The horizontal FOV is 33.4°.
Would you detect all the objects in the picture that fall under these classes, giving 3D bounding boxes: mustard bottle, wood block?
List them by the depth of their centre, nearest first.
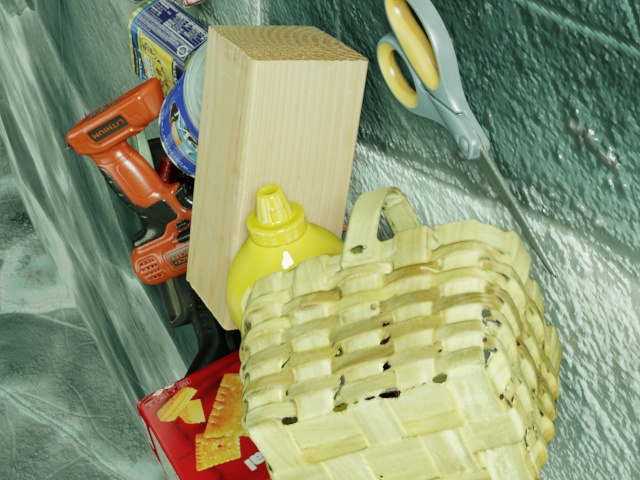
[{"bbox_3d":[-0.017,0.045,0.764,0.058,0.096,0.191,40,149,51],"label":"mustard bottle"},{"bbox_3d":[-0.037,-0.048,0.798,0.090,0.090,0.206,44,133,51],"label":"wood block"}]

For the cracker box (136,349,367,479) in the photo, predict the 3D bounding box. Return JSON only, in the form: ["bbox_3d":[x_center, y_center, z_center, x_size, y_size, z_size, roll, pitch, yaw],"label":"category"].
[{"bbox_3d":[-0.036,0.175,0.869,0.214,0.164,0.072,44,154,49],"label":"cracker box"}]

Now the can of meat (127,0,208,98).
[{"bbox_3d":[-0.138,-0.176,1.031,0.084,0.057,0.102,40,154,16],"label":"can of meat"}]

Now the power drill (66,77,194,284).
[{"bbox_3d":[-0.140,-0.058,1.027,0.187,0.185,0.057,59,-156,-17],"label":"power drill"}]

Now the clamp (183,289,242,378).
[{"bbox_3d":[-0.100,0.108,1.054,0.164,0.036,0.210,42,-150,-53],"label":"clamp"}]

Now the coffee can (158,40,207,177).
[{"bbox_3d":[-0.077,-0.111,0.909,0.103,0.102,0.140,66,162,-1],"label":"coffee can"}]

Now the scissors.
[{"bbox_3d":[0.084,-0.064,0.664,0.202,0.016,0.096,66,163,1],"label":"scissors"}]
